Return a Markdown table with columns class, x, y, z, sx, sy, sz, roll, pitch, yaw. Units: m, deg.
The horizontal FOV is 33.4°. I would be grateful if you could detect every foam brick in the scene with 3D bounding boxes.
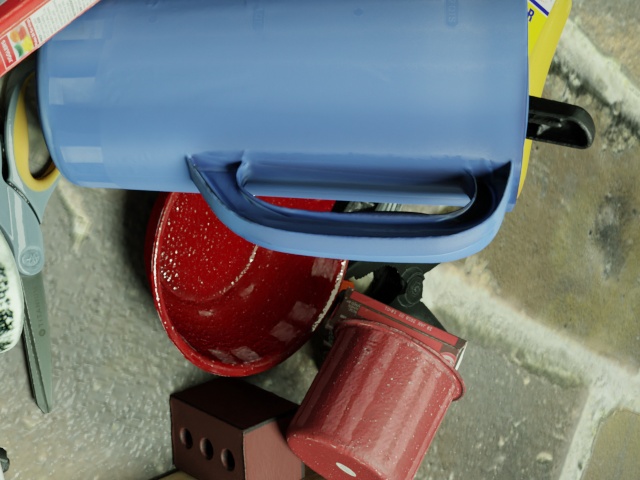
| class | x | y | z | sx | sy | sz | roll | pitch | yaw |
| --- | --- | --- | --- | --- | --- | --- | --- | --- | --- |
| foam brick | -0.055 | 0.127 | 0.693 | 0.051 | 0.078 | 0.053 | -16 | 110 | -41 |

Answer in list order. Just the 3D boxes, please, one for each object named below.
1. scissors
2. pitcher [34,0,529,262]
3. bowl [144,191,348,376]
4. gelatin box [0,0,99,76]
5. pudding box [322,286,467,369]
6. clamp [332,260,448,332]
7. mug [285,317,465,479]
| class | x | y | z | sx | sy | sz | roll | pitch | yaw |
| --- | --- | --- | --- | --- | --- | --- | --- | --- | --- |
| scissors | -0.177 | 0.001 | 0.579 | 0.096 | 0.016 | 0.202 | 2 | 100 | -44 |
| pitcher | -0.016 | -0.073 | 0.546 | 0.149 | 0.243 | 0.145 | -69 | 159 | -77 |
| bowl | -0.054 | 0.001 | 0.672 | 0.161 | 0.055 | 0.162 | -15 | 112 | -42 |
| gelatin box | -0.158 | -0.124 | 0.508 | 0.073 | 0.089 | 0.030 | -46 | 152 | -26 |
| pudding box | 0.049 | 0.085 | 0.744 | 0.039 | 0.090 | 0.113 | -60 | 168 | -22 |
| clamp | 0.062 | 0.042 | 0.815 | 0.171 | 0.039 | 0.120 | -7 | 101 | -41 |
| mug | 0.029 | 0.111 | 0.670 | 0.081 | 0.093 | 0.117 | -60 | 178 | -24 |
